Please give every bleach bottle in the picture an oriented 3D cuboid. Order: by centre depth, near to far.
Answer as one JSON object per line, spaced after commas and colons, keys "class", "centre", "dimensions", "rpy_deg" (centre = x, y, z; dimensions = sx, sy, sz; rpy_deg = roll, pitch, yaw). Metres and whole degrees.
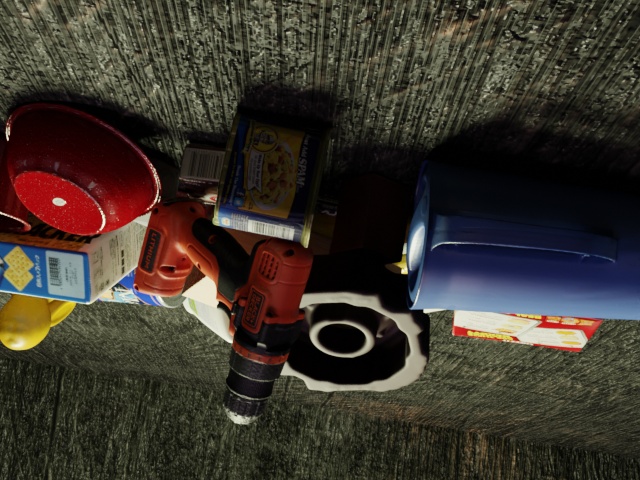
{"class": "bleach bottle", "centre": [-0.140, 0.060, 1.386], "dimensions": [0.068, 0.102, 0.251], "rpy_deg": [-11, -168, -22]}

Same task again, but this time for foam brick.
{"class": "foam brick", "centre": [0.049, -0.018, 1.027], "dimensions": [0.051, 0.078, 0.053], "rpy_deg": [21, 161, -33]}

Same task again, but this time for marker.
{"class": "marker", "centre": [0.020, -0.033, 1.081], "dimensions": [0.121, 0.020, 0.020], "rpy_deg": [14, 166, 6]}

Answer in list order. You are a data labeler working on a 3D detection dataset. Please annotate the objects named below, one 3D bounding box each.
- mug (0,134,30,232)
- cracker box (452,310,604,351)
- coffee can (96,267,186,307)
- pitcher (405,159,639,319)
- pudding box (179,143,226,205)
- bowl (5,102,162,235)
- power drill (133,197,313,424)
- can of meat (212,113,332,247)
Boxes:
{"class": "mug", "centre": [-0.347, -0.061, 1.098], "dimensions": [0.117, 0.081, 0.093], "rpy_deg": [6, 165, 13]}
{"class": "cracker box", "centre": [0.241, 0.072, 1.264], "dimensions": [0.164, 0.072, 0.213], "rpy_deg": [7, 166, 9]}
{"class": "coffee can", "centre": [-0.239, 0.027, 1.321], "dimensions": [0.140, 0.103, 0.102], "rpy_deg": [3, 164, 22]}
{"class": "pitcher", "centre": [0.199, 0.006, 0.934], "dimensions": [0.243, 0.149, 0.145], "rpy_deg": [6, 130, -1]}
{"class": "pudding box", "centre": [-0.074, -0.057, 1.030], "dimensions": [0.113, 0.039, 0.090], "rpy_deg": [9, 166, 3]}
{"class": "bowl", "centre": [-0.233, -0.054, 1.002], "dimensions": [0.162, 0.055, 0.162], "rpy_deg": [15, 146, 10]}
{"class": "power drill", "centre": [-0.095, 0.055, 0.998], "dimensions": [0.188, 0.184, 0.057], "rpy_deg": [30, -160, 35]}
{"class": "can of meat", "centre": [-0.041, -0.053, 0.909], "dimensions": [0.084, 0.102, 0.057], "rpy_deg": [12, 164, -1]}
